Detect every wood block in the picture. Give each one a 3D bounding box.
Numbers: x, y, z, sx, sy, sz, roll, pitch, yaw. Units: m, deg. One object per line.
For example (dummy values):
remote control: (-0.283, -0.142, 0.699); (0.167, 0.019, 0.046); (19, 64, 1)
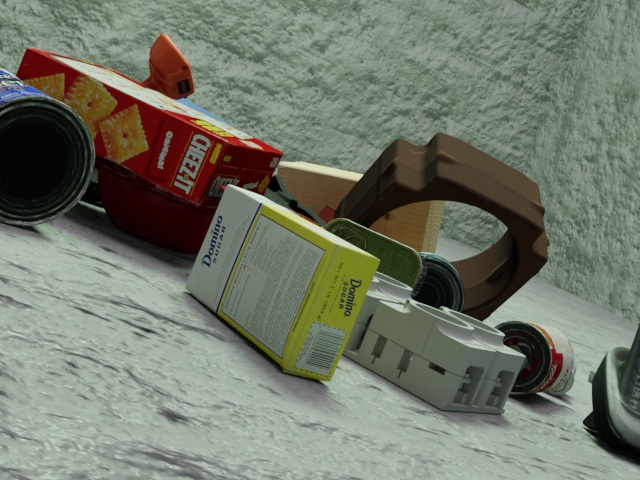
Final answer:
wood block: (0.048, -0.039, 1.386); (0.206, 0.091, 0.090); (13, 8, 18)

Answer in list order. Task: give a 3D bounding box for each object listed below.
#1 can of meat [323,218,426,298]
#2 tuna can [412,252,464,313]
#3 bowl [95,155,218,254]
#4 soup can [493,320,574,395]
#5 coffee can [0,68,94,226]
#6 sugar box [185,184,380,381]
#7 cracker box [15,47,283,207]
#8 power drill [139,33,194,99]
can of meat: (0.052, 0.022, 1.042); (0.102, 0.057, 0.084); (24, 2, 12)
tuna can: (0.105, 0.056, 1.100); (0.086, 0.086, 0.033); (22, 7, 0)
bowl: (-0.153, -0.029, 1.042); (0.162, 0.055, 0.162); (22, 5, -2)
soup can: (0.198, 0.112, 1.017); (0.069, 0.068, 0.102); (25, 5, 26)
coffee can: (-0.257, -0.080, 0.864); (0.102, 0.103, 0.140); (18, 7, -38)
sugar box: (-0.033, 0.026, 0.774); (0.048, 0.093, 0.176); (20, 6, -30)
cracker box: (-0.163, -0.101, 1.010); (0.214, 0.072, 0.164); (27, 8, 14)
power drill: (-0.235, -0.155, 1.212); (0.057, 0.187, 0.184); (54, -7, 5)
